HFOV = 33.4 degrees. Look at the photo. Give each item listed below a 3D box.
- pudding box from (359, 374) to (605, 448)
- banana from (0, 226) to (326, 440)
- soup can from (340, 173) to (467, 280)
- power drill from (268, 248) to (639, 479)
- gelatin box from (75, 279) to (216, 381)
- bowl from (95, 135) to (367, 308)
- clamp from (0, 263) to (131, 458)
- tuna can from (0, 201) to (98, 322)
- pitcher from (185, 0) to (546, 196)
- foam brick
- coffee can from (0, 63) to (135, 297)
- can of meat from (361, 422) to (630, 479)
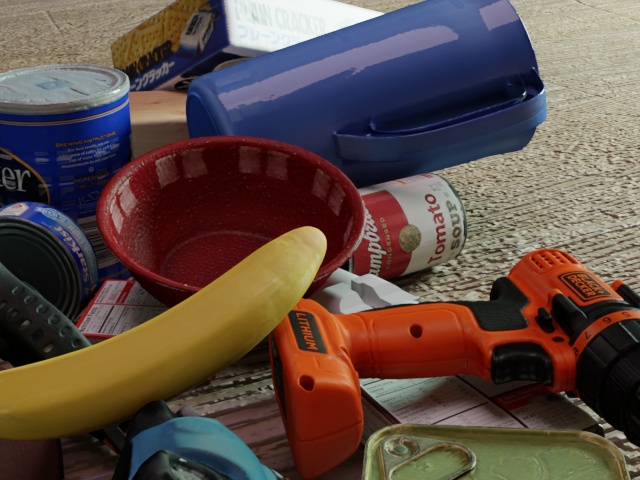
[{"bbox_3d":[0.076,0.096,0.550,0.089,0.039,0.114,-15,25,-24],"label":"pudding box"},{"bbox_3d":[-0.083,0.048,0.489,0.197,0.037,0.070,-20,49,-3],"label":"banana"},{"bbox_3d":[0.043,-0.005,0.744,0.102,0.068,0.069,-15,27,-30],"label":"soup can"},{"bbox_3d":[0.074,0.063,0.507,0.187,0.057,0.184,-6,20,-10],"label":"power drill"},{"bbox_3d":[-0.102,0.055,0.660,0.089,0.030,0.073,2,25,5],"label":"gelatin box"},{"bbox_3d":[-0.054,0.001,0.654,0.162,0.055,0.162,3,38,-2],"label":"bowl"},{"bbox_3d":[-0.172,0.044,0.586,0.210,0.165,0.036,43,66,5],"label":"clamp"},{"bbox_3d":[-0.185,0.020,0.674,0.086,0.086,0.033,4,22,11],"label":"tuna can"},{"bbox_3d":[0.034,-0.095,0.779,0.242,0.145,0.149,-19,-16,-17],"label":"pitcher"},{"bbox_3d":[-0.174,0.097,0.539,0.078,0.051,0.052,18,30,36],"label":"foam brick"},{"bbox_3d":[-0.180,-0.043,0.745,0.103,0.140,0.103,-1,24,0],"label":"coffee can"},{"bbox_3d":[0.067,0.125,0.428,0.102,0.084,0.057,1,24,5],"label":"can of meat"}]
